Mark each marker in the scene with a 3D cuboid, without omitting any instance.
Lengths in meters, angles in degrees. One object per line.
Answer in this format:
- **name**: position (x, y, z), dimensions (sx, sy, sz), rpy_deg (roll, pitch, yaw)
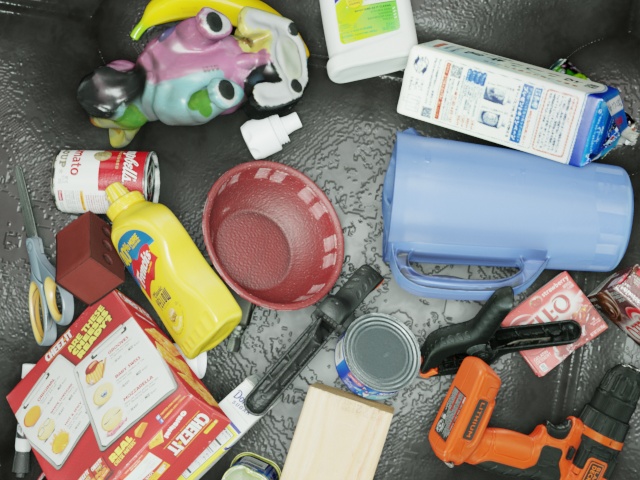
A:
- **marker**: position (-0.317, 0.194, 1.147), dimensions (0.020, 0.020, 0.121), rpy_deg (5, 86, 4)

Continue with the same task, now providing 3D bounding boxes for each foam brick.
- **foam brick**: position (-0.240, 0.019, 1.113), dimensions (0.051, 0.053, 0.078), rpy_deg (-35, 40, 17)

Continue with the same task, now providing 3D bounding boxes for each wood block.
- **wood block**: position (0.002, 0.257, 1.086), dimensions (0.090, 0.091, 0.206), rpy_deg (18, 88, 6)

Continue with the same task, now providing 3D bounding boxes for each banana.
- **banana**: position (-0.106, -0.240, 1.159), dimensions (0.198, 0.037, 0.070), rpy_deg (9, 107, 6)

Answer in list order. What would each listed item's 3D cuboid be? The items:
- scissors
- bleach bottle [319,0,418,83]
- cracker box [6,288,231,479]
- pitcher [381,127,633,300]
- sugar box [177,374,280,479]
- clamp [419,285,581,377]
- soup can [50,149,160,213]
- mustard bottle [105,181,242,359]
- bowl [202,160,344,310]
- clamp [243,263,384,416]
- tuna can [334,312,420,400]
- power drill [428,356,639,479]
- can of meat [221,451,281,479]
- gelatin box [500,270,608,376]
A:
- **scissors**: position (-0.295, 0.011, 1.135), dimensions (0.016, 0.096, 0.202), rpy_deg (-4, 86, -40)
- **bleach bottle**: position (0.033, -0.302, 1.140), dimensions (0.102, 0.068, 0.251), rpy_deg (-12, 83, 2)
- **cracker box**: position (-0.205, 0.167, 1.059), dimensions (0.164, 0.072, 0.214), rpy_deg (-47, 41, -1)
- **pitcher**: position (0.182, -0.023, 1.075), dimensions (0.243, 0.145, 0.149), rpy_deg (6, 104, 1)
- **sugar box**: position (-0.122, 0.211, 1.097), dimensions (0.176, 0.093, 0.048), rpy_deg (-45, 85, -1)
- **clamp**: position (0.173, 0.101, 1.076), dimensions (0.120, 0.172, 0.039), rpy_deg (25, 53, -25)
- **soup can**: position (-0.227, -0.062, 1.135), dimensions (0.102, 0.068, 0.068), rpy_deg (2, 86, 3)
- **mustard bottle**: position (-0.158, 0.021, 1.072), dimensions (0.058, 0.096, 0.192), rpy_deg (-28, 78, -34)
- **bowl**: position (-0.057, 0.001, 1.105), dimensions (0.161, 0.055, 0.162), rpy_deg (11, 67, -26)
- **clamp**: position (0.015, 0.072, 1.050), dimensions (0.036, 0.209, 0.165), rpy_deg (41, 132, 4)
- **tuna can**: position (0.058, 0.120, 1.101), dimensions (0.086, 0.034, 0.086), rpy_deg (9, 62, -17)
- **power drill**: position (0.217, 0.183, 1.064), dimensions (0.187, 0.057, 0.184), rpy_deg (24, 93, -15)
- **can of meat**: position (-0.083, 0.274, 1.093), dimensions (0.057, 0.084, 0.102), rpy_deg (23, 87, 5)
- **gelatin box**: position (0.241, 0.087, 1.112), dimensions (0.089, 0.030, 0.073), rpy_deg (-36, 84, 0)
